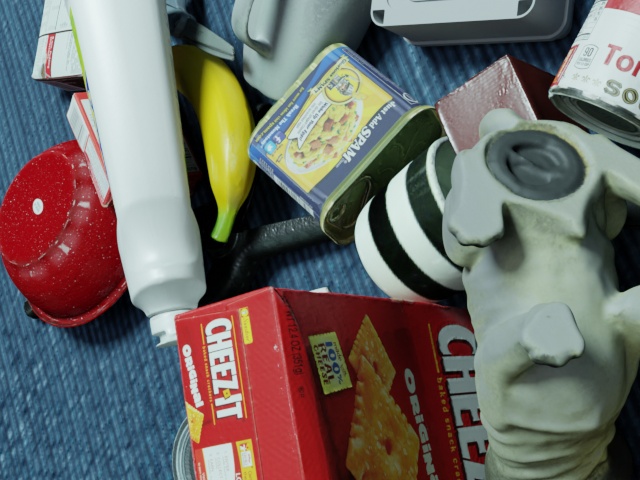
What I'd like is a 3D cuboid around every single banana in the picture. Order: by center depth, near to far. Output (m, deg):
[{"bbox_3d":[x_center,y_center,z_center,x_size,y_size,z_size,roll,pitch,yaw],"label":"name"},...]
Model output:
[{"bbox_3d":[-0.081,-0.090,0.750,0.070,0.037,0.198,-43,44,23],"label":"banana"}]

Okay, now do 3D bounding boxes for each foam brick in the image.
[{"bbox_3d":[0.112,-0.064,0.608,0.053,0.078,0.051,-32,69,29],"label":"foam brick"}]

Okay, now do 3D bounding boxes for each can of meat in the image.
[{"bbox_3d":[0.014,-0.063,0.677,0.102,0.057,0.084,-48,62,1],"label":"can of meat"}]

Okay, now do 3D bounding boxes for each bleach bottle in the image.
[{"bbox_3d":[-0.117,-0.056,0.709,0.068,0.102,0.251,-10,80,-8],"label":"bleach bottle"}]

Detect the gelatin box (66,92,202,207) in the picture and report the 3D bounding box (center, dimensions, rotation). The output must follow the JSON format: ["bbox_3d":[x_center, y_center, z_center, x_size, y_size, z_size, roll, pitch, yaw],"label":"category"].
[{"bbox_3d":[-0.139,-0.070,0.794,0.089,0.073,0.030,64,144,22],"label":"gelatin box"}]

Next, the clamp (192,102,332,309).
[{"bbox_3d":[-0.055,0.001,0.748,0.172,0.039,0.120,-54,53,15],"label":"clamp"}]

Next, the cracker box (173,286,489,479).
[{"bbox_3d":[0.025,0.115,0.567,0.072,0.213,0.164,-18,75,32],"label":"cracker box"}]

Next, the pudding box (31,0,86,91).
[{"bbox_3d":[-0.187,-0.167,0.846,0.114,0.039,0.090,9,89,53],"label":"pudding box"}]

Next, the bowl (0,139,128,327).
[{"bbox_3d":[-0.199,-0.017,0.825,0.162,0.055,0.162,-16,63,34],"label":"bowl"}]

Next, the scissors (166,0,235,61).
[{"bbox_3d":[-0.097,-0.174,0.777,0.202,0.016,0.096,13,82,55],"label":"scissors"}]
